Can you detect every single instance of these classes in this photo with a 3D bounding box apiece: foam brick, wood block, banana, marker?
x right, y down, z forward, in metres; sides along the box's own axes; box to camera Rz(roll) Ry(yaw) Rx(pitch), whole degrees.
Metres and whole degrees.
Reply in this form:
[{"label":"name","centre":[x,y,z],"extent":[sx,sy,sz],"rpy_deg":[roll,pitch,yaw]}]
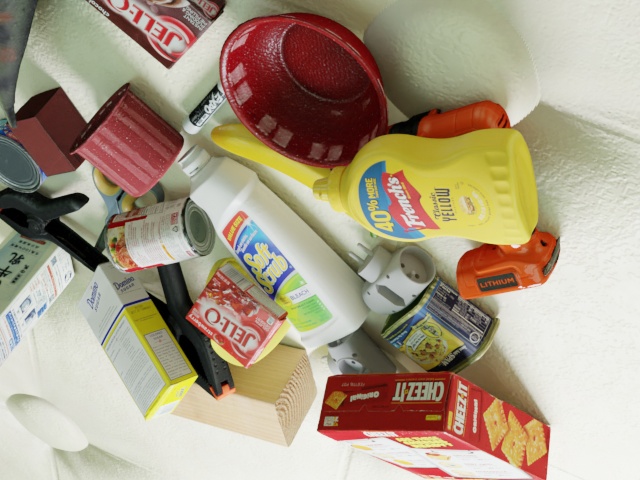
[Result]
[{"label":"foam brick","centre":[-0.288,-0.116,1.151],"extent":[0.051,0.053,0.078],"rpy_deg":[-5,129,37]},{"label":"wood block","centre":[-0.120,0.174,1.329],"extent":[0.206,0.090,0.090],"rpy_deg":[11,138,24]},{"label":"banana","centre":[-0.017,-0.066,1.040],"extent":[0.198,0.037,0.070],"rpy_deg":[33,141,-3]},{"label":"marker","centre":[-0.100,-0.139,1.028],"extent":[0.020,0.020,0.121],"rpy_deg":[39,141,-11]}]

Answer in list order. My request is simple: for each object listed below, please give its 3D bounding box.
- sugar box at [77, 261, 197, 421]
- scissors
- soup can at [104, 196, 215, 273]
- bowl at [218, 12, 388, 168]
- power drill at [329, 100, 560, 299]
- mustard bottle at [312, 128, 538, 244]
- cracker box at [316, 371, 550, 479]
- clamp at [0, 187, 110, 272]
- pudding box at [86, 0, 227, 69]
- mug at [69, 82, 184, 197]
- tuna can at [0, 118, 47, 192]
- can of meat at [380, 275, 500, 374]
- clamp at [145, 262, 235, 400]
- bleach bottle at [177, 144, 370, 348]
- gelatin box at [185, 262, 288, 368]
[{"label":"sugar box","centre":[-0.219,0.117,1.268],"extent":[0.176,0.048,0.093],"rpy_deg":[57,137,20]},{"label":"scissors","centre":[-0.251,-0.038,1.242],"extent":[0.096,0.016,0.202],"rpy_deg":[46,140,-16]},{"label":"soup can","centre":[-0.175,-0.006,1.168],"extent":[0.102,0.068,0.068],"rpy_deg":[-12,127,22]},{"label":"bowl","centre":[-0.006,-0.141,0.934],"extent":[0.162,0.055,0.162],"rpy_deg":[18,140,16]},{"label":"power drill","centre":[0.119,-0.032,0.971],"extent":[0.185,0.057,0.187],"rpy_deg":[-13,125,41]},{"label":"mustard bottle","centre":[0.081,-0.044,0.897],"extent":[0.192,0.058,0.096],"rpy_deg":[1,128,29]},{"label":"cracker box","centre":[0.127,0.204,1.156],"extent":[0.164,0.072,0.213],"rpy_deg":[-8,152,38]},{"label":"clamp","centre":[-0.327,-0.018,1.291],"extent":[0.172,0.039,0.120],"rpy_deg":[13,131,33]},{"label":"pudding box","centre":[-0.152,-0.219,0.959],"extent":[0.113,0.039,0.090],"rpy_deg":[41,141,-13]},{"label":"mug","centre":[-0.197,-0.100,1.091],"extent":[0.081,0.093,0.117],"rpy_deg":[41,172,-20]},{"label":"tuna can","centre":[-0.349,-0.098,1.226],"extent":[0.086,0.033,0.086],"rpy_deg":[18,140,16]},{"label":"can of meat","centre":[0.121,0.092,1.107],"extent":[0.084,0.057,0.102],"rpy_deg":[37,142,-5]},{"label":"clamp","centre":[-0.171,0.099,1.270],"extent":[0.210,0.036,0.165],"rpy_deg":[60,145,7]},{"label":"bleach bottle","centre":[-0.057,0.001,1.122],"extent":[0.250,0.068,0.103],"rpy_deg":[46,140,-15]},{"label":"gelatin box","centre":[-0.089,0.080,1.134],"extent":[0.089,0.030,0.073],"rpy_deg":[40,116,9]}]
